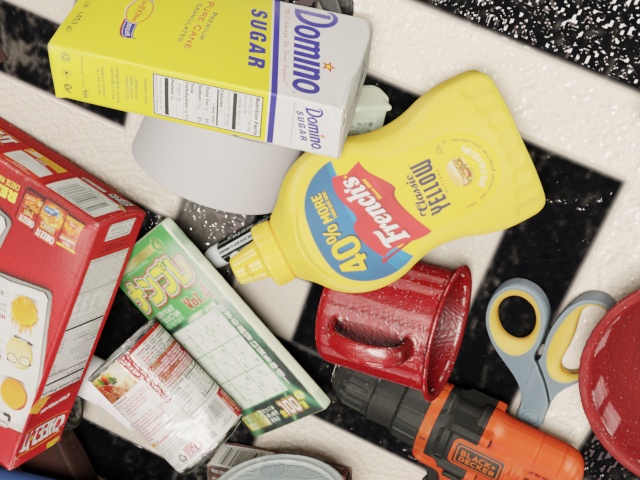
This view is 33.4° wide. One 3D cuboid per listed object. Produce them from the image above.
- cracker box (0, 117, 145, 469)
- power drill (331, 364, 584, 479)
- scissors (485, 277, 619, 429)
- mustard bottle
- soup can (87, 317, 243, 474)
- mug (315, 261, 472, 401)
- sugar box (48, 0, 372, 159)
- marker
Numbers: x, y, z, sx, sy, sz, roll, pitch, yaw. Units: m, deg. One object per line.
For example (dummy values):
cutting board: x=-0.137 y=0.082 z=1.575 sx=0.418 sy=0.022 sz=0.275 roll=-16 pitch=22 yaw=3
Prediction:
cracker box: x=-0.239 y=0.033 z=0.794 sx=0.164 sy=0.072 sz=0.214 roll=31 pitch=112 yaw=17
power drill: x=0.077 y=0.183 z=0.775 sx=0.184 sy=0.057 sz=0.188 roll=25 pitch=126 yaw=16
scissors: x=0.134 y=0.106 z=0.747 sx=0.096 sy=0.016 sz=0.202 roll=31 pitch=122 yaw=6
mustard bottle: x=0.033 y=-0.022 z=0.656 sx=0.191 sy=0.058 sz=0.096 roll=-26 pitch=104 yaw=4
soup can: x=-0.115 y=0.117 z=0.804 sx=0.102 sy=0.068 sz=0.069 roll=47 pitch=122 yaw=-5
mug: x=0.043 y=0.055 z=0.702 sx=0.082 sy=0.117 sz=0.093 roll=15 pitch=113 yaw=20
sugar box: x=-0.062 y=-0.110 z=0.640 sx=0.176 sy=0.093 sz=0.048 roll=10 pitch=137 yaw=6
marker: x=-0.055 y=0.001 z=0.768 sx=0.121 sy=0.020 sz=0.020 roll=-28 pitch=102 yaw=30
